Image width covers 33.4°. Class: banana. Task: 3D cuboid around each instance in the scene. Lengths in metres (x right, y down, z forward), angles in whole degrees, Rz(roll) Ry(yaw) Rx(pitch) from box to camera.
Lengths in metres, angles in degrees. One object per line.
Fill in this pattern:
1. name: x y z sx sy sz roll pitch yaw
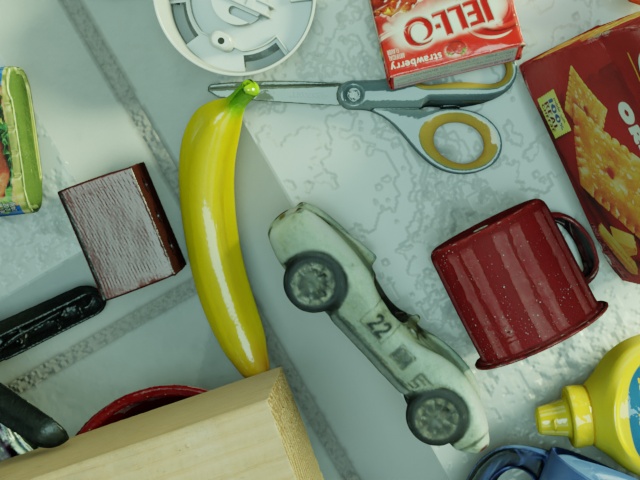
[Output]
1. banana: -0.065 -0.006 0.697 0.037 0.070 0.198 -11 105 -30

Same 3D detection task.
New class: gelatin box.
1. gelatin box: 0.079 -0.143 0.681 0.089 0.030 0.073 -13 79 4

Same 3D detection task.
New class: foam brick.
1. foam brick: -0.129 -0.007 0.704 0.051 0.053 0.078 -21 96 5

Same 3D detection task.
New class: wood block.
1. wood block: -0.108 0.158 0.647 0.206 0.091 0.090 -19 96 5

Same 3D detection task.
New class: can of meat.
1. can of meat: -0.233 -0.061 0.700 0.084 0.057 0.102 -6 97 0

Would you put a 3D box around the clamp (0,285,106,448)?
1. clamp: -0.225 0.075 0.711 0.172 0.120 0.039 5 135 15

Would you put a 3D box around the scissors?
1. scissors: 0.033 -0.078 0.706 0.202 0.016 0.096 -13 92 3

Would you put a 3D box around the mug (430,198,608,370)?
1. mug: 0.132 0.021 0.685 0.117 0.093 0.081 -27 90 -26
